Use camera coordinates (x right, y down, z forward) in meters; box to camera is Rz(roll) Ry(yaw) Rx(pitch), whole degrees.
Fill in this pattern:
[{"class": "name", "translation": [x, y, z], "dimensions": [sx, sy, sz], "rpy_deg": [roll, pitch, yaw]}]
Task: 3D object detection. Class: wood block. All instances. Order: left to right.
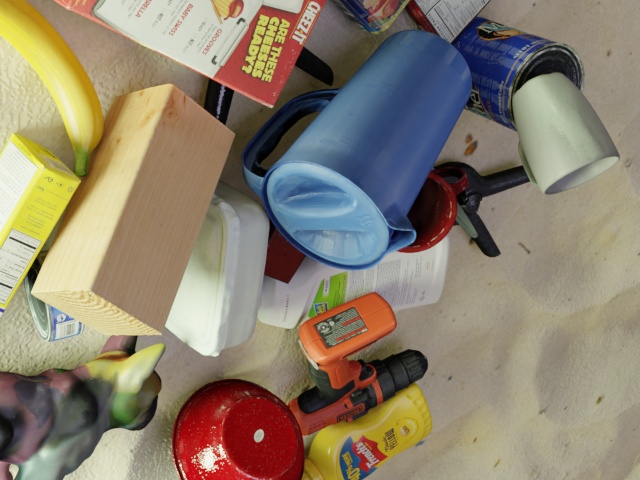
[{"class": "wood block", "translation": [-0.166, -0.026, 0.964], "dimensions": [0.090, 0.090, 0.206], "rpy_deg": [37, 61, -39]}]

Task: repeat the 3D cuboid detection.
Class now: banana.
[{"class": "banana", "translation": [-0.240, -0.153, 0.929], "dimensions": [0.037, 0.069, 0.197], "rpy_deg": [-18, 121, 20]}]

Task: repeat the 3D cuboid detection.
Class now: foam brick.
[{"class": "foam brick", "translation": [-0.057, 0.001, 1.111], "dimensions": [0.051, 0.078, 0.053], "rpy_deg": [25, 97, -40]}]

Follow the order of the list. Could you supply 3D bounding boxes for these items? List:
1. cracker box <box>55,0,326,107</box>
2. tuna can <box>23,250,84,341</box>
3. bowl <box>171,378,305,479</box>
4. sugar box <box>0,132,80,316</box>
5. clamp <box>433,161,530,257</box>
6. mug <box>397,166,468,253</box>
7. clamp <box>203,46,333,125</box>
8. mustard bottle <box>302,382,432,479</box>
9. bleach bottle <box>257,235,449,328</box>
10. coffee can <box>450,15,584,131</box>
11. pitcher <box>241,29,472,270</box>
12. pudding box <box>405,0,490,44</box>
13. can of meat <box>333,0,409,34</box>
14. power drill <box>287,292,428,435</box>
[{"class": "cracker box", "translation": [-0.102, -0.235, 0.928], "dimensions": [0.213, 0.072, 0.164], "rpy_deg": [22, 100, -36]}, {"class": "tuna can", "translation": [-0.251, 0.051, 1.002], "dimensions": [0.033, 0.086, 0.086], "rpy_deg": [-14, 119, -26]}, {"class": "bowl", "translation": [-0.077, 0.220, 1.156], "dimensions": [0.161, 0.055, 0.162], "rpy_deg": [14, 60, -25]}, {"class": "sugar box", "translation": [-0.287, 0.000, 0.949], "dimensions": [0.048, 0.093, 0.176], "rpy_deg": [25, 98, -39]}, {"class": "clamp", "translation": [0.174, -0.039, 1.271], "dimensions": [0.171, 0.039, 0.120], "rpy_deg": [5, 104, -29]}, {"class": "mug", "translation": [0.101, -0.050, 1.146], "dimensions": [0.117, 0.081, 0.093], "rpy_deg": [-25, 118, 0]}, {"class": "clamp", "translation": [-0.067, -0.203, 1.033], "dimensions": [0.164, 0.036, 0.210], "rpy_deg": [-28, 125, -27]}, {"class": "mustard bottle", "translation": [0.046, 0.249, 1.310], "dimensions": [0.191, 0.058, 0.096], "rpy_deg": [-31, 130, -17]}, {"class": "bleach bottle", "translation": [0.022, 0.040, 1.193], "dimensions": [0.250, 0.068, 0.103], "rpy_deg": [-8, 117, -28]}, {"class": "coffee can", "translation": [0.199, -0.179, 1.154], "dimensions": [0.102, 0.140, 0.103], "rpy_deg": [-14, 119, -28]}, {"class": "pitcher", "translation": [0.046, -0.101, 1.043], "dimensions": [0.149, 0.145, 0.242], "rpy_deg": [48, 52, -18]}, {"class": "pudding box", "translation": [0.140, -0.276, 1.135], "dimensions": [0.113, 0.039, 0.090], "rpy_deg": [-47, 129, -4]}, {"class": "can of meat", "translation": [0.052, -0.270, 1.069], "dimensions": [0.102, 0.058, 0.083], "rpy_deg": [-53, 132, 0]}, {"class": "power drill", "translation": [0.045, 0.139, 1.217], "dimensions": [0.184, 0.057, 0.188], "rpy_deg": [-25, 145, -16]}]
